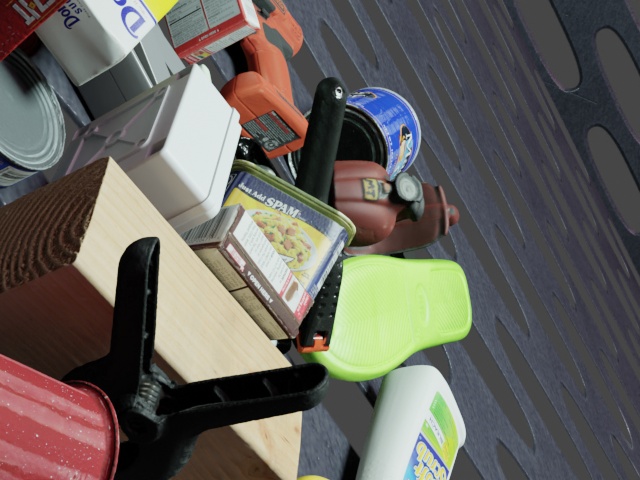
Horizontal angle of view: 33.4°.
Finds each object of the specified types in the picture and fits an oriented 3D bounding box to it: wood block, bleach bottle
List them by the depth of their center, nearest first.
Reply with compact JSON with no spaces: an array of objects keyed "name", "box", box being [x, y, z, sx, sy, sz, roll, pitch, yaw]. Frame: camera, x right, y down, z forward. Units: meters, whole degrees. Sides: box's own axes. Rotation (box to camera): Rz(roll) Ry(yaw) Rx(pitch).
[{"name":"wood block","box":[-0.102,0.064,0.622,0.206,0.091,0.090,52,27,-33]},{"name":"bleach bottle","box":[0.068,0.215,0.913,0.250,0.068,0.102,-63,135,-58]}]

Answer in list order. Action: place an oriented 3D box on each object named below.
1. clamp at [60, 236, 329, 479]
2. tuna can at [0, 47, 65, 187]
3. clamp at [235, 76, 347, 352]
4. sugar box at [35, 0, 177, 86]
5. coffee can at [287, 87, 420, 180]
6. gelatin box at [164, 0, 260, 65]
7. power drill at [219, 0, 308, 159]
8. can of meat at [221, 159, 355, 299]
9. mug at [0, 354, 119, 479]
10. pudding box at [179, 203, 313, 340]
[{"name":"clamp","box":[-0.093,0.073,0.542,0.120,0.172,0.039,50,25,-12]},{"name":"tuna can","box":[-0.191,-0.075,0.625,0.086,0.034,0.086,49,28,-39]},{"name":"clamp","box":[-0.013,-0.018,0.855,0.036,0.165,0.210,-1,71,-30]},{"name":"sugar box","box":[-0.136,-0.174,0.677,0.093,0.048,0.176,55,22,-20]},{"name":"coffee can","box":[0.037,-0.098,1.084,0.103,0.103,0.140,65,22,-5]},{"name":"gelatin box","box":[-0.098,-0.207,0.914,0.030,0.073,0.089,17,53,-64]},{"name":"power drill","box":[-0.066,-0.183,0.986,0.184,0.057,0.187,41,34,-49]},{"name":"can of meat","box":[-0.040,0.006,0.753,0.102,0.057,0.084,29,67,2]},{"name":"mug","box":[-0.158,0.087,0.490,0.081,0.093,0.117,37,6,-44]},{"name":"pudding box","box":[-0.075,0.027,0.690,0.090,0.114,0.039,54,46,-31]}]
